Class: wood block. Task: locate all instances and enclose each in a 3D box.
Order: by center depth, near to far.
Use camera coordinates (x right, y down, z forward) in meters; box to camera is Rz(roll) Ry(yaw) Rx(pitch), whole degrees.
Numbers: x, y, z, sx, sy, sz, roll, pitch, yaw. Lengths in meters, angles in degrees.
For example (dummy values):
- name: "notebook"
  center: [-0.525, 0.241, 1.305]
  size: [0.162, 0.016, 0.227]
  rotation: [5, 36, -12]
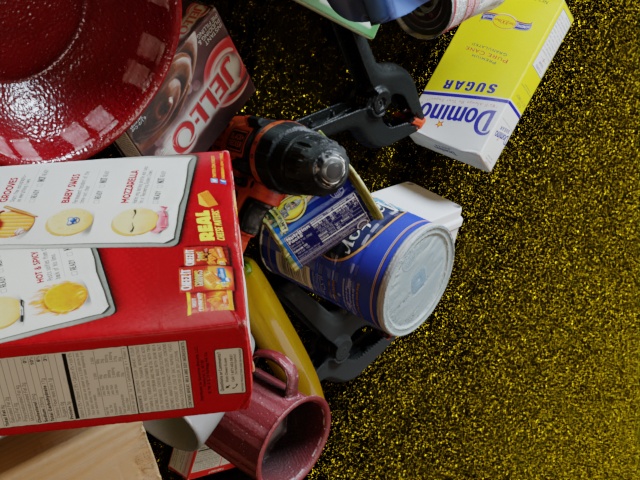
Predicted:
- name: "wood block"
  center: [-0.216, 0.155, 0.676]
  size: [0.205, 0.091, 0.090]
  rotation: [-25, 133, -18]

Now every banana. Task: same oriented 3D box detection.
- name: "banana"
  center: [-0.045, 0.077, 0.933]
  size: [0.037, 0.070, 0.197]
  rotation: [-25, 128, 2]

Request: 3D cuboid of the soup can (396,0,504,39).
- name: "soup can"
  center: [0.120, -0.228, 0.965]
  size: [0.102, 0.069, 0.068]
  rotation: [-31, 135, -41]

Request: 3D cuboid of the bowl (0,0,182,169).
- name: "bowl"
  center: [-0.162, -0.122, 0.638]
  size: [0.161, 0.055, 0.162]
  rotation: [-36, 147, -28]

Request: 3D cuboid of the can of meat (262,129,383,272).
- name: "can of meat"
  center: [-0.009, -0.032, 0.867]
  size: [0.084, 0.102, 0.057]
  rotation: [-34, 126, -1]

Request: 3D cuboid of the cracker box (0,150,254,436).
- name: "cracker box"
  center: [-0.148, 0.027, 0.584]
  size: [0.213, 0.164, 0.072]
  rotation: [-6, 127, -5]

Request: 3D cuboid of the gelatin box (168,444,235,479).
- name: "gelatin box"
  center: [-0.095, 0.167, 0.970]
  size: [0.073, 0.030, 0.089]
  rotation: [-2, 112, -53]

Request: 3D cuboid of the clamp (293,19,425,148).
- name: "clamp"
  center: [0.034, -0.119, 0.949]
  size: [0.171, 0.039, 0.120]
  rotation: [29, 94, -51]

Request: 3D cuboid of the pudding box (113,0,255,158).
- name: "pudding box"
  center: [-0.103, -0.102, 0.764]
  size: [0.113, 0.039, 0.090]
  rotation: [-52, 146, -17]

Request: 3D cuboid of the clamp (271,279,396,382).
- name: "clamp"
  center: [0.004, 0.113, 1.066]
  size: [0.209, 0.036, 0.165]
  rotation: [0, 113, -51]

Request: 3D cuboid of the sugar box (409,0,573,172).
- name: "sugar box"
  center: [0.164, -0.164, 1.049]
  size: [0.176, 0.093, 0.048]
  rotation: [-60, 147, -7]

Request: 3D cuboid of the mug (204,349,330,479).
- name: "mug"
  center: [-0.049, 0.148, 0.916]
  size: [0.093, 0.082, 0.117]
  rotation: [-16, 124, -48]

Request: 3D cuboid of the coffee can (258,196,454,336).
- name: "coffee can"
  center: [0.031, 0.009, 0.935]
  size: [0.102, 0.140, 0.103]
  rotation: [-33, 136, -39]

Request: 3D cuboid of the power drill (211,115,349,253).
- name: "power drill"
  center: [-0.055, 0.001, 0.773]
  size: [0.057, 0.185, 0.187]
  rotation: [23, 90, -26]
